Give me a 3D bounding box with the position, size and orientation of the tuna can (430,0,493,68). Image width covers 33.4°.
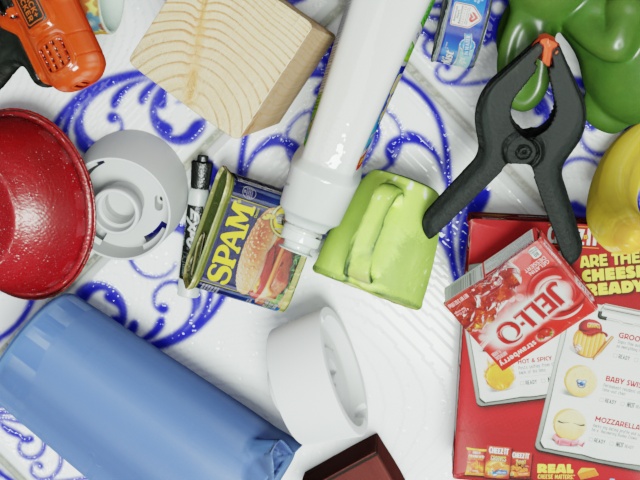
[{"bbox_3d":[0.111,-0.176,0.820,0.034,0.086,0.086,12,100,1],"label":"tuna can"}]

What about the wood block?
[{"bbox_3d":[-0.056,-0.141,0.780,0.090,0.206,0.091,35,101,-1],"label":"wood block"}]

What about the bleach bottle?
[{"bbox_3d":[0.025,-0.109,0.817,0.068,0.102,0.251,21,94,0],"label":"bleach bottle"}]

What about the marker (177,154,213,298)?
[{"bbox_3d":[-0.105,-0.012,0.899,0.020,0.020,0.121,8,99,4],"label":"marker"}]

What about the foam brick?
[{"bbox_3d":[0.028,0.209,0.904,0.078,0.053,0.051,-31,95,10],"label":"foam brick"}]

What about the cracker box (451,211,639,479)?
[{"bbox_3d":[0.194,0.088,0.861,0.164,0.072,0.214,3,98,4],"label":"cracker box"}]

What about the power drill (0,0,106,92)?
[{"bbox_3d":[-0.269,-0.169,0.809,0.188,0.057,0.184,-27,87,23],"label":"power drill"}]

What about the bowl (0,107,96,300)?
[{"bbox_3d":[-0.261,-0.025,0.865,0.162,0.055,0.162,6,102,28],"label":"bowl"}]

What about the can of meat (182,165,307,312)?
[{"bbox_3d":[-0.056,0.001,0.869,0.083,0.057,0.102,18,101,-16],"label":"can of meat"}]

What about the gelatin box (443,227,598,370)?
[{"bbox_3d":[0.148,0.044,0.792,0.089,0.030,0.073,-36,106,22],"label":"gelatin box"}]

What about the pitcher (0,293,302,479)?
[{"bbox_3d":[-0.150,0.160,0.883,0.243,0.145,0.149,36,88,3],"label":"pitcher"}]

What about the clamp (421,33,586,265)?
[{"bbox_3d":[0.156,-0.061,0.781,0.120,0.039,0.172,17,114,-5],"label":"clamp"}]
